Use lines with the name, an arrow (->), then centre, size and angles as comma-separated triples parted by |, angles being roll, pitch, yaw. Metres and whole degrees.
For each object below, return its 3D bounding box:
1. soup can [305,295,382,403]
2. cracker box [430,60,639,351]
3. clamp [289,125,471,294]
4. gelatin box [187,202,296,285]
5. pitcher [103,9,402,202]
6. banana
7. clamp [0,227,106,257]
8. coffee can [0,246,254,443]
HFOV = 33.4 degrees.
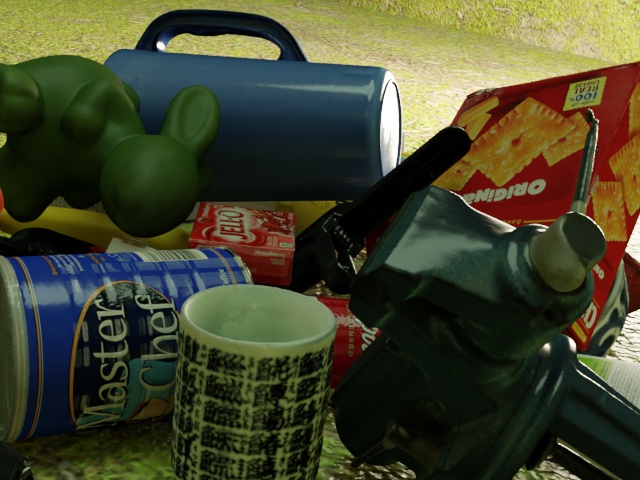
soup can -> -0.005, 0.069, 0.681 | 0.102, 0.068, 0.068 | 5, 18, -9
cracker box -> 0.143, -0.026, 0.772 | 0.164, 0.072, 0.213 | -3, 46, 46
clamp -> 0.020, -0.008, 0.800 | 0.164, 0.036, 0.210 | -47, 10, -25
gelatin box -> -0.055, 0.001, 0.759 | 0.073, 0.030, 0.089 | 6, 18, -2
pitcher -> -0.058, -0.102, 0.891 | 0.243, 0.149, 0.145 | 3, 31, 15
banana -> -0.170, -0.004, 0.869 | 0.198, 0.037, 0.069 | 9, -10, 20
clamp -> -0.208, 0.016, 0.751 | 0.120, 0.039, 0.171 | 42, 10, 1
coffee can -> -0.118, 0.057, 0.614 | 0.140, 0.103, 0.103 | -2, 20, -29
